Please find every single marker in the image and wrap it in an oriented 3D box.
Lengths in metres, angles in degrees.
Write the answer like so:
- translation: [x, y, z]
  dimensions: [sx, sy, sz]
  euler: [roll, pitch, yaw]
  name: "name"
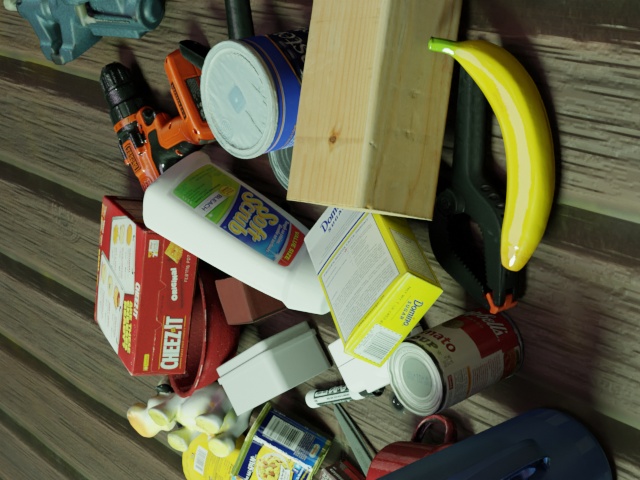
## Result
- translation: [0.026, 0.160, 1.116]
  dimensions: [0.121, 0.020, 0.020]
  euler: [-21, 88, 52]
  name: "marker"

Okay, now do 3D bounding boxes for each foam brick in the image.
- translation: [-0.063, 0.053, 1.134]
  dimensions: [0.053, 0.078, 0.051]
  euler: [-11, 97, 52]
  name: "foam brick"

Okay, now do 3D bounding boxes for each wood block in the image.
- translation: [0.045, -0.127, 0.867]
  dimensions: [0.091, 0.090, 0.206]
  euler: [9, 91, 48]
  name: "wood block"

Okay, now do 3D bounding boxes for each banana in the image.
- translation: [0.149, -0.077, 0.841]
  dimensions: [0.070, 0.037, 0.198]
  euler: [-18, 95, 20]
  name: "banana"

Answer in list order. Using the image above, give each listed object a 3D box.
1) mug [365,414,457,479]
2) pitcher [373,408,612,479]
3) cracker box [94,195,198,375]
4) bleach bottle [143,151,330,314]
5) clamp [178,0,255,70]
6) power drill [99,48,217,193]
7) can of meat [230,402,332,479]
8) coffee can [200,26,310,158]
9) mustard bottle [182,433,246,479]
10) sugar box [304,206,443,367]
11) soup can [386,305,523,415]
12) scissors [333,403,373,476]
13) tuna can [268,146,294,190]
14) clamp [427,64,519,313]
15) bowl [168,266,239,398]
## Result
- translation: [0.099, 0.221, 1.007]
  dimensions: [0.082, 0.093, 0.117]
  euler: [-6, 69, 56]
  name: "mug"
- translation: [0.123, 0.214, 0.837]
  dimensions: [0.149, 0.242, 0.145]
  euler: [-2, 103, 51]
  name: "pitcher"
- translation: [-0.206, 0.047, 1.248]
  dimensions: [0.214, 0.072, 0.164]
  euler: [-151, 65, -63]
  name: "cracker box"
- translation: [-0.057, 0.001, 1.089]
  dimensions: [0.251, 0.102, 0.068]
  euler: [29, 135, 21]
  name: "bleach bottle"
- translation: [-0.075, -0.172, 1.042]
  dimensions: [0.171, 0.039, 0.120]
  euler: [55, 141, 20]
  name: "clamp"
- translation: [-0.178, -0.147, 1.213]
  dimensions: [0.188, 0.057, 0.184]
  euler: [-30, 85, 54]
  name: "power drill"
- translation: [-0.043, 0.240, 1.181]
  dimensions: [0.084, 0.057, 0.102]
  euler: [29, 133, 7]
  name: "can of meat"
- translation: [-0.021, -0.137, 0.954]
  dimensions: [0.103, 0.140, 0.103]
  euler: [24, 122, 44]
  name: "coffee can"
- translation: [-0.087, 0.287, 1.274]
  dimensions: [0.192, 0.058, 0.096]
  euler: [27, 110, 42]
  name: "mustard bottle"
- translation: [0.042, 0.020, 0.938]
  dimensions: [0.093, 0.048, 0.176]
  euler: [-52, 27, 21]
  name: "sugar box"
- translation: [0.115, 0.103, 0.916]
  dimensions: [0.069, 0.102, 0.068]
  euler: [24, 122, 44]
  name: "soup can"
- translation: [0.049, 0.266, 1.092]
  dimensions: [0.202, 0.096, 0.016]
  euler: [42, 175, 30]
  name: "scissors"
- translation: [-0.014, -0.088, 1.052]
  dimensions: [0.086, 0.033, 0.086]
  euler: [23, 122, 44]
  name: "tuna can"
- translation: [0.111, -0.037, 0.917]
  dimensions: [0.165, 0.036, 0.210]
  euler: [-21, 85, 53]
  name: "clamp"
- translation: [-0.134, 0.101, 1.235]
  dimensions: [0.162, 0.055, 0.162]
  euler: [-178, 90, -66]
  name: "bowl"
